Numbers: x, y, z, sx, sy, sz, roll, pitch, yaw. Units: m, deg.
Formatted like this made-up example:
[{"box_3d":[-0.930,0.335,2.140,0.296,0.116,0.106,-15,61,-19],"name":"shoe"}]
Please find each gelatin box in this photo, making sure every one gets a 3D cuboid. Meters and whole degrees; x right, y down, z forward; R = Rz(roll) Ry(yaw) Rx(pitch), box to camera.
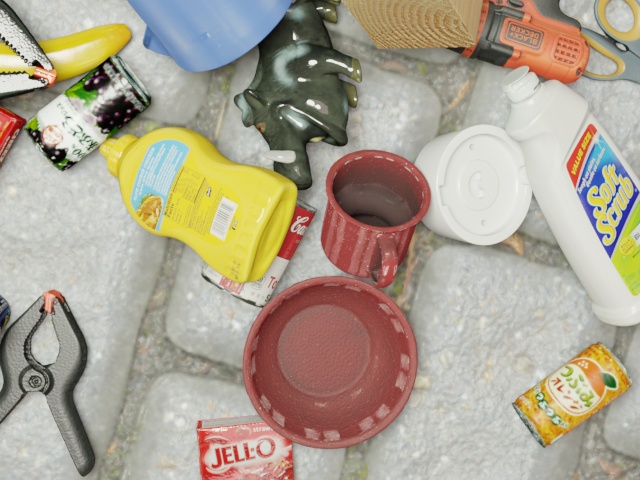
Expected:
[{"box_3d":[-0.071,0.205,1.008,0.089,0.030,0.073,-4,98,-6],"name":"gelatin box"}]

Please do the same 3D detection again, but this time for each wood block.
[{"box_3d":[0.091,-0.272,0.888,0.091,0.090,0.206,4,73,27],"name":"wood block"}]

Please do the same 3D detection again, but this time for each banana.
[{"box_3d":[-0.268,-0.169,0.934,0.197,0.037,0.069,7,97,-8],"name":"banana"}]

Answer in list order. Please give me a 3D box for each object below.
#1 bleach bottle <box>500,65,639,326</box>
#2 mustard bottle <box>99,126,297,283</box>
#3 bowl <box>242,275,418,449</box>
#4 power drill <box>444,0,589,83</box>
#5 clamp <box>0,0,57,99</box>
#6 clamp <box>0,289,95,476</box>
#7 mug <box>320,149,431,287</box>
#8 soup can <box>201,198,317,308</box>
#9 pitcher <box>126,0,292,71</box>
[{"box_3d":[0.236,-0.045,0.969,0.102,0.068,0.250,-44,111,-16],"name":"bleach bottle"},{"box_3d":[-0.117,-0.045,0.926,0.192,0.058,0.096,28,105,23],"name":"mustard bottle"},{"box_3d":[0.007,0.108,0.992,0.162,0.055,0.162,-1,97,-7],"name":"bowl"},{"box_3d":[0.169,-0.249,0.954,0.184,0.057,0.187,18,88,-6],"name":"power drill"},{"box_3d":[-0.314,-0.179,0.865,0.209,0.036,0.164,13,92,-13],"name":"clamp"},{"box_3d":[-0.248,0.134,0.974,0.120,0.039,0.171,17,95,-10],"name":"clamp"},{"box_3d":[0.047,-0.011,0.946,0.093,0.081,0.117,-6,54,-14],"name":"mug"},{"box_3d":[-0.056,0.001,0.965,0.068,0.068,0.102,27,94,-9],"name":"soup can"},{"box_3d":[-0.123,-0.264,0.838,0.149,0.145,0.242,-53,131,-12],"name":"pitcher"}]
